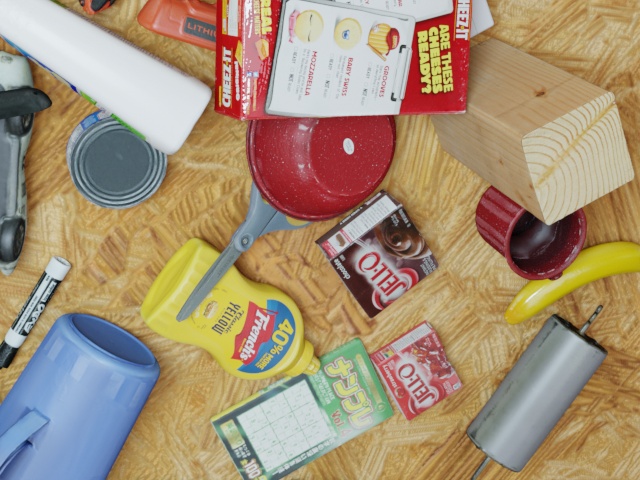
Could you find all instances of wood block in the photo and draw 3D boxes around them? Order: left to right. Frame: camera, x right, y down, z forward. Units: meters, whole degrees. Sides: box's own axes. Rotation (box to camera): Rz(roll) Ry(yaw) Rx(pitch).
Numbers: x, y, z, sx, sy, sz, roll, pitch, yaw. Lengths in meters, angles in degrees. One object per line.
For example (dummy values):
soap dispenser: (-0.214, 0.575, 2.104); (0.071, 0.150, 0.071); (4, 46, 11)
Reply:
wood block: (0.180, -0.106, 0.971); (0.090, 0.206, 0.090); (-27, 119, -7)

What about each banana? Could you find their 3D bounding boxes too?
banana: (0.292, 0.041, 1.175); (0.197, 0.037, 0.069); (-14, 116, -14)

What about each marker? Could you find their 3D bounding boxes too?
marker: (-0.269, 0.069, 0.986); (0.020, 0.020, 0.121); (28, 100, -28)

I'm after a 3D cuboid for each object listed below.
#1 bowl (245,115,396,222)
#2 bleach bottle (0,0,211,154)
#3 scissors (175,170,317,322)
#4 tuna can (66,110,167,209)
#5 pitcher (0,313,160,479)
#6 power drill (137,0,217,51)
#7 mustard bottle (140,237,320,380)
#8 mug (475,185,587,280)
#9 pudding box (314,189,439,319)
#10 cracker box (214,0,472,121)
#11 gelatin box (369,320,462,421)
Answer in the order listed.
bowl: (0.014, -0.091, 0.982); (0.161, 0.055, 0.162); (-9, 107, -29)
bleach bottle: (-0.210, -0.162, 0.860); (0.250, 0.103, 0.068); (32, 91, -12)
scissors: (-0.057, 0.001, 1.004); (0.096, 0.016, 0.201); (32, 80, -39)
tuna can: (-0.182, -0.073, 0.948); (0.086, 0.034, 0.086); (-8, 115, -17)
pitcher: (-0.254, 0.193, 0.978); (0.144, 0.149, 0.243); (27, 98, -28)
power drill: (-0.088, -0.257, 0.889); (0.184, 0.057, 0.188); (15, 106, -26)
mustard bottle: (-0.074, 0.083, 1.043); (0.191, 0.058, 0.096); (35, 90, -30)
mug: (0.217, -0.009, 1.099); (0.093, 0.082, 0.117); (-36, 120, -3)
pudding box: (0.057, 0.015, 1.061); (0.090, 0.039, 0.113); (-38, 134, -2)
cracker box: (0.020, -0.187, 0.889); (0.213, 0.072, 0.164); (-6, 106, -27)
gelatin box: (0.104, 0.142, 1.152); (0.073, 0.030, 0.089); (-31, 119, -5)
